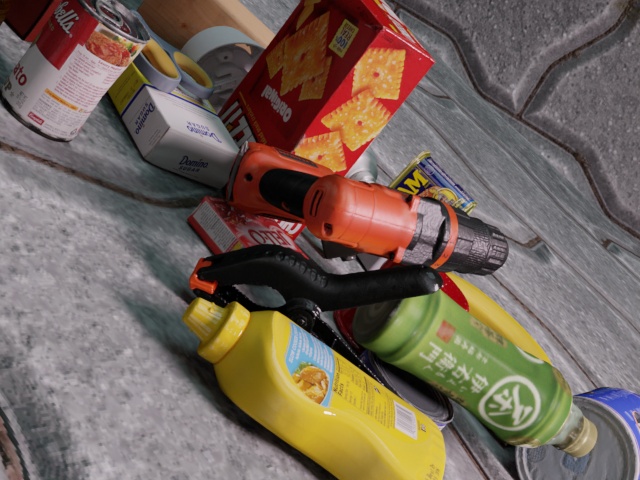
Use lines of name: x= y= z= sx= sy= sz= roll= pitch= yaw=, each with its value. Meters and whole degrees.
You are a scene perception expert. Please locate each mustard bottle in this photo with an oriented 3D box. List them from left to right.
mustard bottle: x=-0.008 y=0.099 z=0.690 sx=0.191 sy=0.058 sz=0.096 roll=38 pitch=20 yaw=-13

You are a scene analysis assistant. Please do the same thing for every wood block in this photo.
wood block: x=-0.098 y=-0.202 z=1.177 sx=0.206 sy=0.090 sz=0.090 roll=43 pitch=17 yaw=9

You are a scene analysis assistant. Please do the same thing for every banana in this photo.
banana: x=0.190 y=0.096 z=1.152 sx=0.198 sy=0.037 sz=0.069 roll=47 pitch=17 yaw=18

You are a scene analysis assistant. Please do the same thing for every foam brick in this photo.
foam brick: x=-0.242 y=-0.209 z=0.949 sx=0.053 sy=0.051 sz=0.078 roll=45 pitch=18 yaw=12

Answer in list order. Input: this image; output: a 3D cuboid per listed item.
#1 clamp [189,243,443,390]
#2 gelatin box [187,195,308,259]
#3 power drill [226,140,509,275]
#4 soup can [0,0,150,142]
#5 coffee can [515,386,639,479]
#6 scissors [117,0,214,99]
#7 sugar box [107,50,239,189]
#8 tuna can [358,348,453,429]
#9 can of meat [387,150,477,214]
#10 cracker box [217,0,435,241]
clamp: x=-0.008 y=0.058 z=0.745 sx=0.171 sy=0.120 sz=0.039 roll=12 pitch=21 yaw=7
gelatin box: x=-0.056 y=0.001 z=0.872 sx=0.073 sy=0.030 sz=0.089 roll=49 pitch=19 yaw=24
power drill: x=0.029 y=-0.023 z=0.816 sx=0.184 sy=0.057 sz=0.188 roll=16 pitch=2 yaw=-38
soup can: x=-0.184 y=-0.133 z=0.801 sx=0.068 sy=0.102 sz=0.068 roll=37 pitch=18 yaw=-14
coffee can: x=0.242 y=0.184 z=0.939 sx=0.103 sy=0.103 sz=0.140 roll=49 pitch=19 yaw=22
scissors: x=-0.155 y=-0.191 z=0.990 sx=0.096 sy=0.016 sz=0.202 roll=23 pitch=27 yaw=-38
sugar box: x=-0.144 y=-0.126 z=0.968 sx=0.093 sy=0.048 sz=0.176 roll=20 pitch=30 yaw=-45
tuna can: x=0.060 y=0.119 z=0.827 sx=0.086 sy=0.034 sz=0.086 roll=37 pitch=18 yaw=-14
can of meat: x=0.114 y=-0.036 z=1.207 sx=0.084 sy=0.102 sz=0.057 roll=46 pitch=17 yaw=9
cracker box: x=-0.011 y=-0.128 z=0.971 sx=0.072 sy=0.214 sz=0.164 roll=28 pitch=21 yaw=-32
